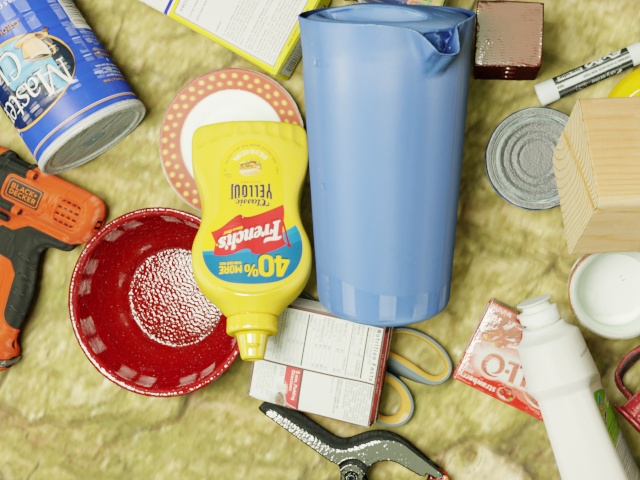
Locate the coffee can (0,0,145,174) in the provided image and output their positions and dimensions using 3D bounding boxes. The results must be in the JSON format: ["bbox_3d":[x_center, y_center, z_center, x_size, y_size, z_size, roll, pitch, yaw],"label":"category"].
[{"bbox_3d":[-0.230,-0.142,0.908,0.103,0.102,0.140,-35,86,9],"label":"coffee can"}]

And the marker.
[{"bbox_3d":[0.235,-0.143,0.873,0.121,0.020,0.020,-23,88,10],"label":"marker"}]

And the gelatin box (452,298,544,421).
[{"bbox_3d":[0.166,0.100,0.888,0.089,0.030,0.073,26,96,8],"label":"gelatin box"}]

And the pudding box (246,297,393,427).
[{"bbox_3d":[0.000,0.099,0.896,0.113,0.039,0.090,12,99,13],"label":"pudding box"}]

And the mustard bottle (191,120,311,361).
[{"bbox_3d":[-0.056,0.001,0.858,0.096,0.058,0.191,0,75,-5],"label":"mustard bottle"}]

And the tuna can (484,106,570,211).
[{"bbox_3d":[0.178,-0.067,0.878,0.086,0.033,0.086,0,92,9],"label":"tuna can"}]

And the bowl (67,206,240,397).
[{"bbox_3d":[-0.132,0.051,0.923,0.162,0.055,0.162,0,92,9],"label":"bowl"}]

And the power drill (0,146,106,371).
[{"bbox_3d":[-0.304,0.009,0.949,0.184,0.057,0.188,25,96,8],"label":"power drill"}]

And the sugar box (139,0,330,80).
[{"bbox_3d":[-0.085,-0.218,0.911,0.176,0.048,0.093,31,97,11],"label":"sugar box"}]

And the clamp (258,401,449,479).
[{"bbox_3d":[0.021,0.210,0.912,0.171,0.039,0.120,11,95,9],"label":"clamp"}]

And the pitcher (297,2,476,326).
[{"bbox_3d":[0.046,-0.065,0.842,0.145,0.149,0.243,5,109,14],"label":"pitcher"}]

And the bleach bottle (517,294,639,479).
[{"bbox_3d":[0.211,0.162,0.837,0.068,0.102,0.251,-20,93,17],"label":"bleach bottle"}]

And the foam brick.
[{"bbox_3d":[0.150,-0.159,0.857,0.053,0.078,0.051,3,91,9],"label":"foam brick"}]

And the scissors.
[{"bbox_3d":[0.012,0.093,0.920,0.202,0.016,0.096,19,95,8],"label":"scissors"}]
